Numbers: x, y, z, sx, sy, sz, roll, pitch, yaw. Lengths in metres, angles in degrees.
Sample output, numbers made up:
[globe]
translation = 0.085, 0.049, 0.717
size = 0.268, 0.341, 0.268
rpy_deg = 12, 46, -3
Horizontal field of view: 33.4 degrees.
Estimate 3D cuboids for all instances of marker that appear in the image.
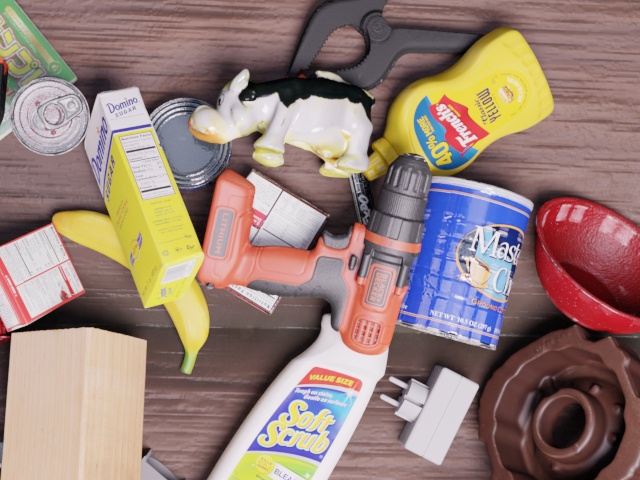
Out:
[marker]
translation = 0.044, -0.026, 1.029
size = 0.020, 0.020, 0.121
rpy_deg = -12, 87, -4

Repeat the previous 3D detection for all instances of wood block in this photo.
[wood block]
translation = -0.216, 0.186, 0.936
size = 0.091, 0.090, 0.206
rpy_deg = -6, 75, 25

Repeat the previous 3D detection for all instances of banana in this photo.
[banana]
translation = -0.166, 0.033, 1.004
size = 0.069, 0.037, 0.198
rpy_deg = -41, 90, -5

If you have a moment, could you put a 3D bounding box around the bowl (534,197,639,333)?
[bowl]
translation = 0.258, 0.033, 0.994
size = 0.162, 0.162, 0.055
rpy_deg = 29, 126, -1

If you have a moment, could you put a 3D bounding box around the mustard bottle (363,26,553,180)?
[mustard bottle]
translation = 0.122, -0.115, 1.015
size = 0.191, 0.058, 0.096
rpy_deg = -32, 115, -3

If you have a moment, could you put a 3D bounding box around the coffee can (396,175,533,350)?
[coffee can]
translation = 0.130, 0.021, 0.989
size = 0.103, 0.103, 0.140
rpy_deg = 15, 86, -2

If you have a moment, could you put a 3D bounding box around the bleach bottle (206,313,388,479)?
[bleach bottle]
translation = -0.017, 0.159, 0.995
size = 0.102, 0.068, 0.251
rpy_deg = 30, 83, -1

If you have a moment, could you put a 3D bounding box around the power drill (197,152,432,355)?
[power drill]
translation = -0.005, -0.005, 0.946
size = 0.187, 0.057, 0.184
rpy_deg = 15, 98, 6

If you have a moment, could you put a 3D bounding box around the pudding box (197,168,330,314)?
[pudding box]
translation = -0.057, 0.001, 1.012
size = 0.090, 0.039, 0.113
rpy_deg = 31, 88, -2

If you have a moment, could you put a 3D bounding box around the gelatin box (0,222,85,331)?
[gelatin box]
translation = -0.264, 0.032, 0.971
size = 0.030, 0.089, 0.073
rpy_deg = -21, 97, 30

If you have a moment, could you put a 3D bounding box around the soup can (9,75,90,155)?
[soup can]
translation = -0.246, -0.115, 0.969
size = 0.068, 0.102, 0.068
rpy_deg = -2, 100, -14

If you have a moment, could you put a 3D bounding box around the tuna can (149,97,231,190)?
[tuna can]
translation = -0.127, -0.090, 1.015
size = 0.086, 0.034, 0.086
rpy_deg = 0, 87, -3

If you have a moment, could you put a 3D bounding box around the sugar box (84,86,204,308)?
[sugar box]
translation = -0.162, -0.039, 0.956
size = 0.048, 0.093, 0.176
rpy_deg = -17, 70, -28

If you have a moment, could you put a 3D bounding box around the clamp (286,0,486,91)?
[clamp]
translation = 0.051, -0.216, 1.028
size = 0.210, 0.036, 0.164
rpy_deg = -27, 97, -3
